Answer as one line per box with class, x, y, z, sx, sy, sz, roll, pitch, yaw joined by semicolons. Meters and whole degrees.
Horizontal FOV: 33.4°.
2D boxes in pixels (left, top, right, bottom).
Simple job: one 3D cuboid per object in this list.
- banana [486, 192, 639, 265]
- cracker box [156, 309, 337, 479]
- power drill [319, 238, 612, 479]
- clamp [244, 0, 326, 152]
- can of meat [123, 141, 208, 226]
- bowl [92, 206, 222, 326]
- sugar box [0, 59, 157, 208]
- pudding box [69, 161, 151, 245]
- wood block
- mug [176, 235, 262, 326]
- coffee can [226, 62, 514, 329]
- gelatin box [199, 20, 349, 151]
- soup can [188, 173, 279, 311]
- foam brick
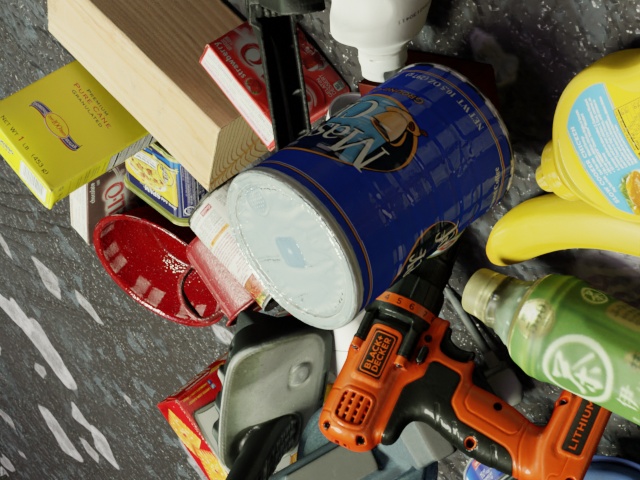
banana;0.169;-0.002;0.668;0.198;0.037;0.069;9;129;51
cracker box;-0.030;0.196;1.041;0.213;0.164;0.072;56;153;-5
power drill;0.114;0.089;0.754;0.188;0.184;0.057;22;166;17
clamp;-0.029;-0.144;0.691;0.165;0.036;0.210;92;167;-46
can of meat;-0.145;-0.077;1.020;0.102;0.057;0.084;36;144;27
bowl;-0.155;0.017;1.115;0.162;0.055;0.162;22;143;17
sugar box;-0.192;-0.112;0.926;0.093;0.176;0.048;50;153;4
pudding box;-0.215;-0.057;1.108;0.039;0.089;0.114;43;149;20
wood block;-0.123;-0.153;0.871;0.206;0.090;0.090;44;151;15
mug;-0.080;0.028;0.988;0.081;0.117;0.093;54;-177;7
coffee can;0.030;-0.028;0.625;0.103;0.140;0.103;35;145;29
gelatin box;-0.033;-0.122;0.792;0.089;0.073;0.030;51;151;3
soup can;-0.056;0.001;0.911;0.102;0.068;0.069;47;151;12
foam brick;0.073;-0.087;0.700;0.078;0.051;0.053;21;137;43
